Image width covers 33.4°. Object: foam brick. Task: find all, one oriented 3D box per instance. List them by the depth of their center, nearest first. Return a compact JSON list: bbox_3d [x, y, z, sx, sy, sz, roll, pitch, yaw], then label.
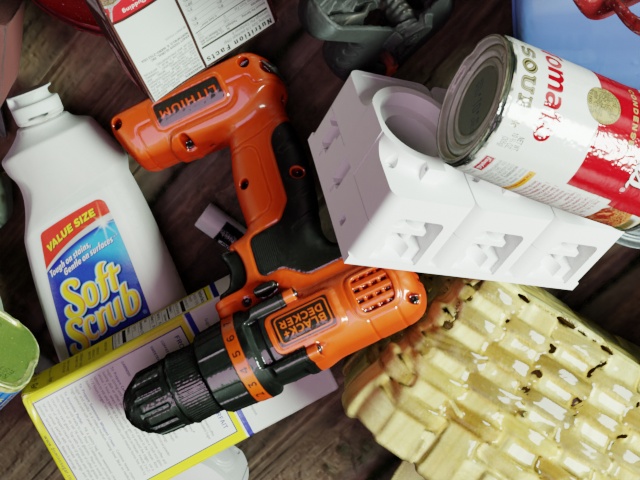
[{"bbox_3d":[-0.207,-0.115,0.629,0.053,0.078,0.051,9,113,-10],"label":"foam brick"}]

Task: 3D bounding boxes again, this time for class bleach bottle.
[{"bbox_3d":[-0.149,0.021,0.703,0.103,0.068,0.251,-16,109,12],"label":"bleach bottle"}]

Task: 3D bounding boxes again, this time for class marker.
[{"bbox_3d":[-0.029,0.018,0.702,0.121,0.020,0.020,37,116,-7],"label":"marker"}]

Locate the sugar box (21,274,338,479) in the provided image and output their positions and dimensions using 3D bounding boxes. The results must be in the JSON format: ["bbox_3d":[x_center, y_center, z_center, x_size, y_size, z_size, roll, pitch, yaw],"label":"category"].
[{"bbox_3d":[-0.087,0.090,0.670,0.176,0.048,0.093,-27,105,-8],"label":"sugar box"}]

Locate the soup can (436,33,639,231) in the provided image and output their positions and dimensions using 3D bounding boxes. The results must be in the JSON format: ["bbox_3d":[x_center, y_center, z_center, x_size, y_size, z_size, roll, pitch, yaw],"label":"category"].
[{"bbox_3d":[0.116,-0.051,0.515,0.102,0.068,0.069,19,118,-18],"label":"soup can"}]

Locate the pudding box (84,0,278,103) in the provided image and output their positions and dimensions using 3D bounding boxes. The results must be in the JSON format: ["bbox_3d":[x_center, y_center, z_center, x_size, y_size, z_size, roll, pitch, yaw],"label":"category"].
[{"bbox_3d":[-0.081,-0.142,0.577,0.090,0.039,0.113,-36,144,-9],"label":"pudding box"}]

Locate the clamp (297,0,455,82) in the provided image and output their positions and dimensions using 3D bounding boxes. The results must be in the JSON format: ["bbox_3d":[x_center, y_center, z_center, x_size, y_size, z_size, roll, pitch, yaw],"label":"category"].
[{"bbox_3d":[0.047,-0.125,0.552,0.120,0.171,0.039,-26,88,2],"label":"clamp"}]

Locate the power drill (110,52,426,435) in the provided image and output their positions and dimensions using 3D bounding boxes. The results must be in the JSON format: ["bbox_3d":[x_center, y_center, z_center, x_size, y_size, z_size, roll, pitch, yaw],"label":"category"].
[{"bbox_3d":[-0.054,0.001,0.619,0.184,0.057,0.188,-25,76,5],"label":"power drill"}]
